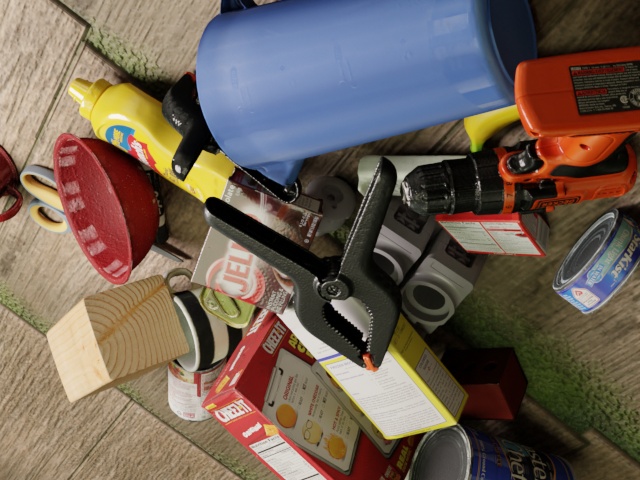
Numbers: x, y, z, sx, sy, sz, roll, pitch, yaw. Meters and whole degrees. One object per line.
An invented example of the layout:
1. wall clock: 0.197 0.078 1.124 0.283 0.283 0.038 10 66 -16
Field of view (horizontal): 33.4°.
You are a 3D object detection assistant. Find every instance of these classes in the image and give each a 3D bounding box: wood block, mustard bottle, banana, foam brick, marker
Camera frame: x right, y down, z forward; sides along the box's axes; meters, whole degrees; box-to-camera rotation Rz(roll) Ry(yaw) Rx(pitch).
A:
1. wood block: -0.227 0.111 1.170 0.206 0.090 0.090 -32 78 62
2. mustard bottle: -0.153 -0.097 1.008 0.191 0.058 0.096 32 165 2
3. banana: 0.183 -0.111 0.819 0.198 0.037 0.069 -11 152 41
4. foam brick: 0.157 0.142 1.056 0.078 0.053 0.051 -7 125 34
5. marker: -0.173 -0.043 1.105 0.020 0.020 0.121 15 135 18

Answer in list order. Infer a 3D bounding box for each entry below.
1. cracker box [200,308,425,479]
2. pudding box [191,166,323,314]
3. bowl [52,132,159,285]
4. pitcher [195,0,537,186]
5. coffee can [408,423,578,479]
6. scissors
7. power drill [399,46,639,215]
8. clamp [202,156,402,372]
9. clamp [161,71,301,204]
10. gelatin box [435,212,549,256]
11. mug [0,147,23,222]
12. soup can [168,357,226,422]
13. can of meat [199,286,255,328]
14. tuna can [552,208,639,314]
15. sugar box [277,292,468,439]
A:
1. cracker box: 0.002 0.173 1.094 0.213 0.164 0.072 45 135 -13
2. pudding box: -0.056 0.001 0.957 0.090 0.039 0.114 20 114 -5
3. bowl: -0.209 -0.039 1.076 0.162 0.055 0.162 38 140 40
4. pitcher: 0.032 -0.146 0.815 0.243 0.145 0.149 -8 146 32
5. coffee can: 0.174 0.249 1.072 0.140 0.103 0.103 21 143 -24
6. scissors: -0.249 -0.011 1.184 0.201 0.016 0.096 35 140 -3
7. power drill: 0.156 -0.068 0.762 0.184 0.057 0.188 -9 165 -5
8. clamp: 0.020 0.025 0.888 0.165 0.036 0.210 -17 122 24
9. clamp: -0.084 -0.090 0.930 0.120 0.171 0.039 22 119 -30
10. gelatin box: 0.147 -0.015 0.903 0.073 0.030 0.089 3 161 28
11. mug: -0.385 -0.056 1.173 0.117 0.081 0.093 30 138 3
12. soup can: -0.143 0.155 1.236 0.068 0.068 0.102 21 137 13
13. can of meat: -0.070 0.023 1.057 0.057 0.083 0.102 28 138 5
14. tuna can: 0.228 0.016 0.870 0.034 0.086 0.086 36 138 -1
15. sugar box: 0.050 0.107 1.000 0.094 0.048 0.176 -23 111 41
